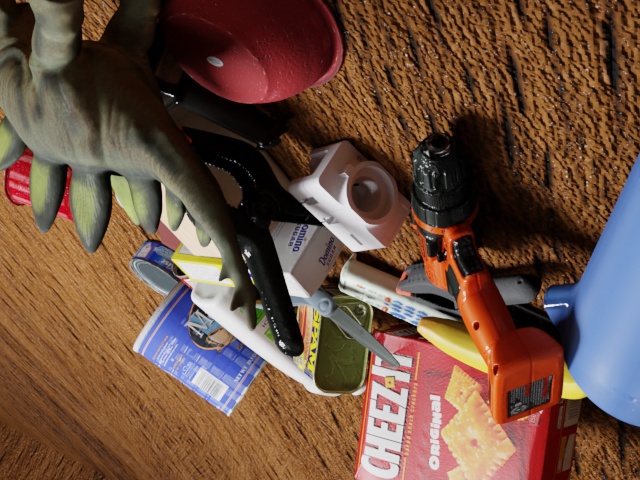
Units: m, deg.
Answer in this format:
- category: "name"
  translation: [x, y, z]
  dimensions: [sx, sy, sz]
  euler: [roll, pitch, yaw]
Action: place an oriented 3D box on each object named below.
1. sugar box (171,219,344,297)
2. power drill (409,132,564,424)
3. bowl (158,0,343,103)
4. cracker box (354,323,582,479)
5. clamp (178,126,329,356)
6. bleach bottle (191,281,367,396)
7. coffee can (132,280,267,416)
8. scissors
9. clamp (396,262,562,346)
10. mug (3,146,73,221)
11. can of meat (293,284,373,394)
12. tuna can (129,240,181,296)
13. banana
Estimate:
- category: "sugar box"
  translation: [-0.057, 0.002, 1.037]
  dimensions: [0.177, 0.093, 0.048]
  euler: [8, 147, 43]
- category: "power drill"
  translation: [0.121, 0.030, 0.808]
  dimensions: [0.184, 0.057, 0.188]
  euler: [70, 179, -56]
- category: "bowl"
  translation: [-0.065, -0.154, 0.798]
  dimensions: [0.162, 0.055, 0.162]
  euler: [27, 156, 13]
- category: "cracker box"
  translation: [0.142, 0.185, 1.058]
  dimensions: [0.214, 0.164, 0.071]
  euler: [11, -173, 38]
- category: "clamp"
  translation: [-0.056, -0.012, 0.906]
  dimensions: [0.209, 0.164, 0.036]
  euler: [37, 146, -21]
- category: "bleach bottle"
  translation: [-0.027, 0.096, 1.198]
  dimensions: [0.250, 0.102, 0.068]
  euler: [41, 163, -34]
- category: "coffee can"
  translation: [-0.137, 0.128, 1.273]
  dimensions: [0.140, 0.102, 0.103]
  euler: [35, 156, 1]
- category: "scissors"
  translation: [-0.012, 0.072, 1.060]
  dimensions: [0.202, 0.096, 0.016]
  euler: [55, -166, 23]
- category: "clamp"
  translation: [0.141, 0.048, 0.954]
  dimensions: [0.172, 0.039, 0.120]
  euler: [14, 153, 28]
- category: "mug"
  translation: [-0.287, -0.070, 1.198]
  dimensions: [0.081, 0.093, 0.117]
  euler: [19, -175, 16]
- category: "can of meat"
  translation: [0.011, 0.100, 1.119]
  dimensions: [0.057, 0.102, 0.084]
  euler: [4, -173, -19]
- category: "tuna can"
  translation: [-0.195, 0.038, 1.344]
  dimensions: [0.086, 0.033, 0.086]
  euler: [26, 155, 13]
- category: "banana"
  translation: [0.176, 0.105, 0.953]
  dimensions: [0.198, 0.037, 0.069]
  euler: [13, 155, 46]
